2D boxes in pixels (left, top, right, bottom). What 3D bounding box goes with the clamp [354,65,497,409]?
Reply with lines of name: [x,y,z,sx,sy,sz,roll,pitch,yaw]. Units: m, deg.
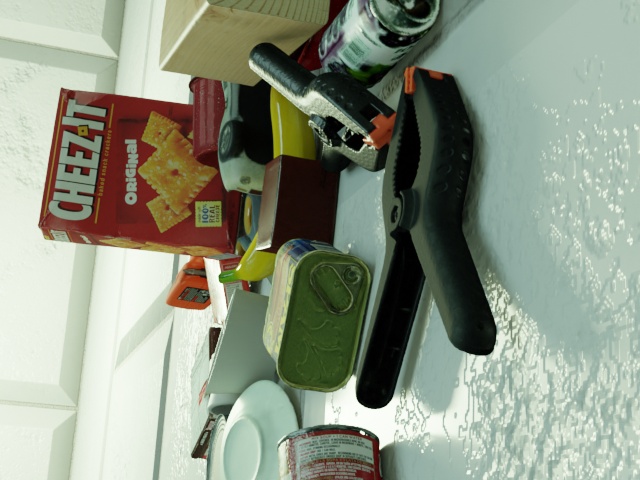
clamp: [0.058,-0.004,0.643,0.165,0.036,0.210,127,149,-58]

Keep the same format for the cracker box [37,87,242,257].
cracker box: [-0.192,-0.073,1.186,0.072,0.213,0.164,121,156,-75]

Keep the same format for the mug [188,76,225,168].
mug: [-0.089,-0.120,1.119,0.117,0.093,0.081,43,-135,-72]

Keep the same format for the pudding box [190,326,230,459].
pudding box: [-0.110,0.161,1.121,0.090,0.039,0.113,116,158,-47]

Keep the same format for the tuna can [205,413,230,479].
tuna can: [-0.083,0.209,1.015,0.086,0.033,0.086,-172,90,-74]

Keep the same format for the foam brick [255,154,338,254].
foam brick: [-0.019,-0.026,0.883,0.051,0.053,0.078,160,118,-71]

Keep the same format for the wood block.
wood block: [-0.064,-0.194,0.850,0.206,0.090,0.090,165,112,-72]

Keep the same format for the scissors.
scissors: [-0.057,0.001,1.054,0.202,0.016,0.096,-172,86,-74]

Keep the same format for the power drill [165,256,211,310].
power drill: [-0.150,-0.014,1.302,0.185,0.057,0.187,135,141,-63]

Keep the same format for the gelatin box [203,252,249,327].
gelatin box: [-0.096,0.052,1.107,0.089,0.030,0.073,-173,74,-73]

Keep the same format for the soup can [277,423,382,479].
soup can: [0.008,0.175,0.670,0.069,0.068,0.102,120,153,-51]

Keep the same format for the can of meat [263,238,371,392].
can of meat: [-0.006,0.052,0.797,0.084,0.057,0.102,-146,66,-75]

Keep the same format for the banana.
banana: [-0.038,-0.044,0.942,0.037,0.070,0.198,-7,-65,-72]

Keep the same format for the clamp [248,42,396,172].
clamp: [0.016,-0.082,0.774,0.039,0.120,0.172,-45,34,-5]
